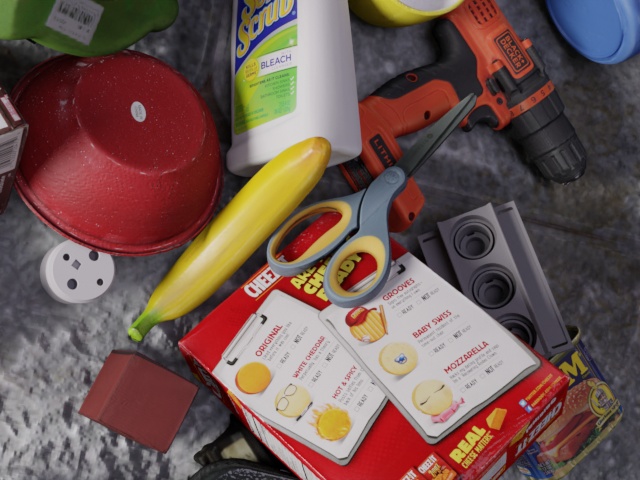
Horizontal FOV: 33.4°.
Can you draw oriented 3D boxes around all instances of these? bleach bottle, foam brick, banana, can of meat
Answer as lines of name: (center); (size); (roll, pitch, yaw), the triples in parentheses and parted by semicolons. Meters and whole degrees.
bleach bottle: (-0.027, -0.177, 0.784); (0.067, 0.103, 0.251); (5, 77, -47)
foam brick: (-0.125, 0.109, 0.729); (0.053, 0.078, 0.051); (31, 74, -16)
banana: (-0.057, -0.004, 0.743); (0.037, 0.069, 0.198); (39, 108, -14)
can of meat: (0.184, 0.131, 0.856); (0.102, 0.058, 0.084); (-37, 102, -19)

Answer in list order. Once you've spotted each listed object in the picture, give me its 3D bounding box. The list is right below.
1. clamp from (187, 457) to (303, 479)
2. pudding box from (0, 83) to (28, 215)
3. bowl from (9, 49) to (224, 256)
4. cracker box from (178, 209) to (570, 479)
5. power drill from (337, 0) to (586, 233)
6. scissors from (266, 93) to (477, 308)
clamp: (-0.085, 0.211, 0.744); (0.171, 0.039, 0.120); (-12, 99, -2)
pudding box: (-0.228, -0.071, 0.671); (0.039, 0.114, 0.090); (-27, 76, -35)
bowl: (-0.130, -0.073, 0.722); (0.161, 0.055, 0.162); (14, 59, -24)
cracker box: (0.036, 0.096, 0.737); (0.164, 0.072, 0.214); (-42, 62, -19)
power drill: (0.107, -0.087, 0.843); (0.187, 0.057, 0.184); (-37, 96, -22)
scissors: (0.056, -0.025, 0.756); (0.201, 0.016, 0.096); (-32, 61, -10)
